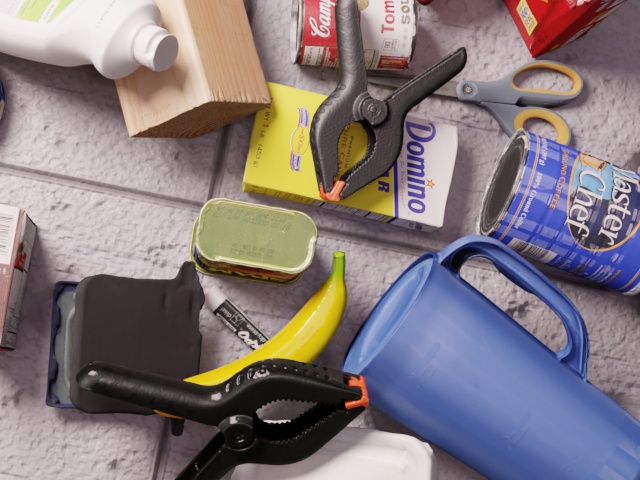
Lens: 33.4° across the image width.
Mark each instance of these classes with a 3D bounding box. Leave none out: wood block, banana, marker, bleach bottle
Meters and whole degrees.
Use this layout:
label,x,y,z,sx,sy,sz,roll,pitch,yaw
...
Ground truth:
label,x,y,z,sx,sy,sz,roll,pitch,yaw
wood block,-0.124,-0.196,0.879,0.090,0.090,0.206,-19,84,32
banana,-0.045,0.091,0.867,0.197,0.037,0.069,-40,114,-16
marker,-0.052,0.086,0.906,0.121,0.020,0.020,44,80,-1
bleach bottle,-0.220,-0.180,0.838,0.251,0.068,0.102,26,81,25

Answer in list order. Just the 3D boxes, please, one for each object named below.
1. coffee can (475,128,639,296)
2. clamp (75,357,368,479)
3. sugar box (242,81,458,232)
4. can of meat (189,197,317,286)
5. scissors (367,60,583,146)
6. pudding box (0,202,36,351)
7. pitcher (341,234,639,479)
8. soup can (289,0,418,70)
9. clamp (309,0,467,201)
label,x,y,z,sx,sy,sz,roll,pitch,yaw
coffee can,0.218,-0.024,0.912,0.140,0.103,0.103,20,81,-4
clamp,-0.070,0.131,0.804,0.210,0.036,0.164,-20,121,7
sugar box,0.026,-0.071,0.922,0.176,0.048,0.093,11,82,-5
can of meat,-0.056,0.001,0.883,0.102,0.084,0.057,9,82,-7
scissors,0.142,-0.116,0.958,0.201,0.016,0.096,-8,84,-8
pudding box,-0.257,0.031,0.850,0.039,0.090,0.113,10,81,-8
pitcher,0.149,0.120,0.872,0.243,0.149,0.144,35,55,-6
soup can,0.028,-0.184,0.925,0.102,0.068,0.068,2,83,-8
clamp,0.050,-0.109,0.884,0.120,0.039,0.171,15,93,-7
